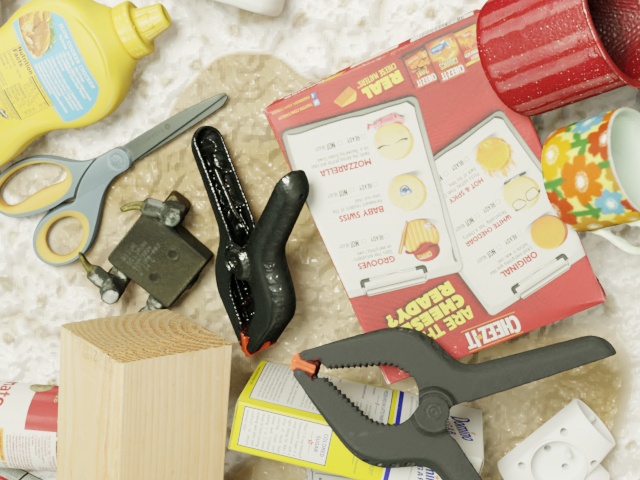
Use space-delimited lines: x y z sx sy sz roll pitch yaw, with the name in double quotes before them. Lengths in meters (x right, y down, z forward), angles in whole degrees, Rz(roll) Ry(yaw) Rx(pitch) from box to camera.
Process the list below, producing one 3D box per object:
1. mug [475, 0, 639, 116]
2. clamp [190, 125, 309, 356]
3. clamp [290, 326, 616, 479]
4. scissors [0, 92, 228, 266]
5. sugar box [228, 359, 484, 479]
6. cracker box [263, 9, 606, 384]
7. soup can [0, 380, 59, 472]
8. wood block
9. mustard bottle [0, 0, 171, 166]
"mug" 0.158 -0.128 0.669 0.082 0.117 0.093 -17 87 41
"clamp" -0.055 0.001 0.773 0.039 0.120 0.171 -15 129 -30
"clamp" 0.084 0.107 0.714 0.210 0.036 0.164 25 84 9
"scissors" -0.152 -0.041 0.806 0.202 0.016 0.096 -13 102 11
"sugar box" 0.029 0.138 0.781 0.176 0.093 0.048 15 105 5
"cracker box" 0.080 -0.031 0.746 0.164 0.072 0.213 -23 100 13
"soup can" -0.217 0.146 0.832 0.102 0.068 0.068 4 103 8
"wood block" -0.129 0.163 0.759 0.090 0.090 0.206 20 111 47
"mustard bottle" -0.195 -0.124 0.770 0.192 0.058 0.096 -22 103 13
